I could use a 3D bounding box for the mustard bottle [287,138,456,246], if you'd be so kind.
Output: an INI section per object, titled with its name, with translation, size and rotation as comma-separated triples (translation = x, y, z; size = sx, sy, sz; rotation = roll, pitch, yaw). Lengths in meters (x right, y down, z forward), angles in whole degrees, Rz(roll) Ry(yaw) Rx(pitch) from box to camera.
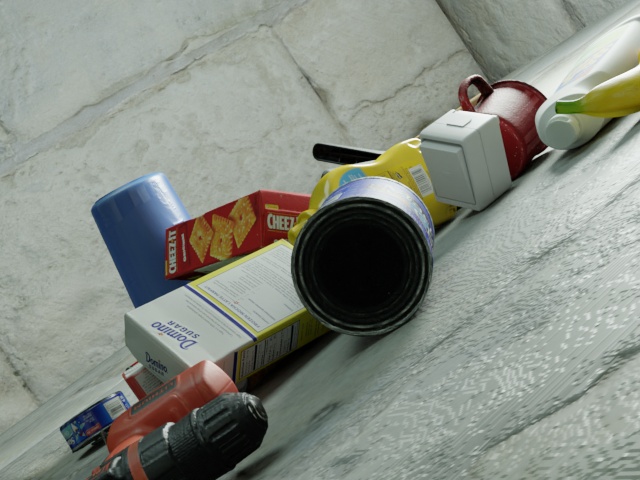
[mustard bottle]
translation = 0.046, -0.034, 1.088
size = 0.191, 0.096, 0.058
rotation = -24, -5, -33

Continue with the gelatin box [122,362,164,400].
[gelatin box]
translation = -0.137, 0.138, 0.916
size = 0.030, 0.073, 0.089
rotation = -35, 3, -13

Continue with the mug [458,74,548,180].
[mug]
translation = 0.185, -0.121, 1.124
size = 0.093, 0.117, 0.081
rotation = -25, 14, 42

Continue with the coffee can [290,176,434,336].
[coffee can]
translation = 0.037, 0.008, 0.828
size = 0.103, 0.103, 0.140
rotation = -34, 4, 10

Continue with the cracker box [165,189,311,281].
[cracker box]
translation = -0.058, 0.001, 1.219
size = 0.163, 0.072, 0.214
rotation = 6, -13, -35

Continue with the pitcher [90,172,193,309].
[pitcher]
translation = -0.189, 0.035, 1.379
size = 0.149, 0.243, 0.145
rotation = -28, 1, -4

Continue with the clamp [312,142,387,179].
[clamp]
translation = 0.089, -0.099, 1.381
size = 0.209, 0.036, 0.164
rotation = -2, 20, -11

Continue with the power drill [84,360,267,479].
[power drill]
translation = -0.104, 0.140, 0.719
size = 0.184, 0.057, 0.187
rotation = -34, 4, 9

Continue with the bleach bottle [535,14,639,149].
[bleach bottle]
translation = 0.282, -0.153, 1.079
size = 0.103, 0.068, 0.250
rotation = -33, 6, 37

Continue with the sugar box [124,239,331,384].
[sugar box]
translation = -0.067, 0.065, 0.896
size = 0.175, 0.093, 0.048
rotation = -27, -43, -36

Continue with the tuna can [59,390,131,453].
[tuna can]
translation = -0.263, 0.213, 1.256
size = 0.086, 0.034, 0.086
rotation = -33, -5, -4
